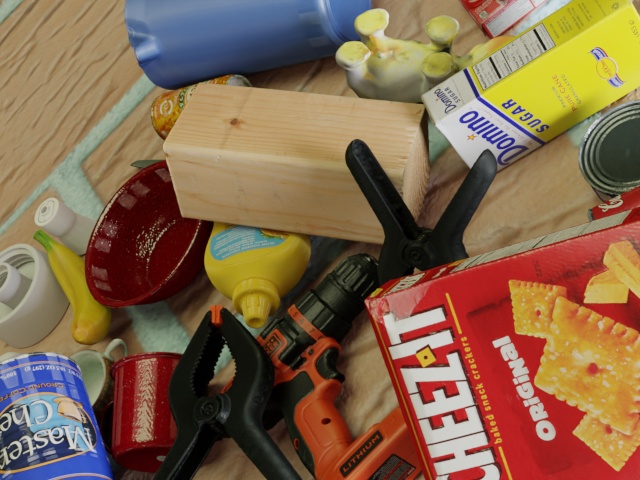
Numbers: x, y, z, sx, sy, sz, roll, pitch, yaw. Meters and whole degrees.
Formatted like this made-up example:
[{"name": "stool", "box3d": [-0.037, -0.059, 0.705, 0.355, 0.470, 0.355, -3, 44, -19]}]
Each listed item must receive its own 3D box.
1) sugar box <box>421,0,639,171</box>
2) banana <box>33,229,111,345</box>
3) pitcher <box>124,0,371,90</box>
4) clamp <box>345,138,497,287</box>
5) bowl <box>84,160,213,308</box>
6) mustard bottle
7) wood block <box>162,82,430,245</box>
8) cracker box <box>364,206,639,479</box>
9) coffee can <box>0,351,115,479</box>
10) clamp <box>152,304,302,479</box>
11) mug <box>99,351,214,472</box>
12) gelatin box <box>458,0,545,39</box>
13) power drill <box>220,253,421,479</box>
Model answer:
[{"name": "sugar box", "box3d": [0.181, -0.127, 0.866, 0.176, 0.093, 0.048, -34, 47, 16]}, {"name": "banana", "box3d": [-0.245, 0.058, 1.078, 0.037, 0.069, 0.198, -56, 39, 10]}, {"name": "pitcher", "box3d": [-0.069, -0.241, 1.115, 0.243, 0.144, 0.149, -2, 73, 32]}, {"name": "clamp", "box3d": [0.071, -0.001, 0.825, 0.120, 0.039, 0.171, 19, 119, 30]}, {"name": "bowl", "box3d": [-0.158, 0.002, 1.057, 0.162, 0.055, 0.162, -22, 51, 30]}, {"name": "mustard bottle", "box3d": [-0.056, 0.002, 0.961, 0.096, 0.058, 0.191, -14, 43, 12]}, {"name": "wood block", "box3d": [-0.017, -0.067, 0.915, 0.206, 0.090, 0.090, 8, 48, 16]}, {"name": "cracker box", "box3d": [0.155, 0.081, 0.708, 0.214, 0.072, 0.164, -18, 92, 26]}, {"name": "coffee can", "box3d": [-0.235, 0.180, 0.903, 0.103, 0.102, 0.140, -37, 53, 11]}, {"name": "clamp", "box3d": [-0.089, 0.149, 0.850, 0.165, 0.036, 0.210, -22, 49, 15]}, {"name": "mug", "box3d": [-0.149, 0.155, 0.933, 0.117, 0.093, 0.081, -19, 57, 28]}, {"name": "gelatin box", "box3d": [0.173, -0.238, 0.988, 0.089, 0.030, 0.073, -36, 46, 12]}, {"name": "power drill", "box3d": [0.018, 0.118, 0.855, 0.184, 0.057, 0.188, -49, 42, 5]}]
